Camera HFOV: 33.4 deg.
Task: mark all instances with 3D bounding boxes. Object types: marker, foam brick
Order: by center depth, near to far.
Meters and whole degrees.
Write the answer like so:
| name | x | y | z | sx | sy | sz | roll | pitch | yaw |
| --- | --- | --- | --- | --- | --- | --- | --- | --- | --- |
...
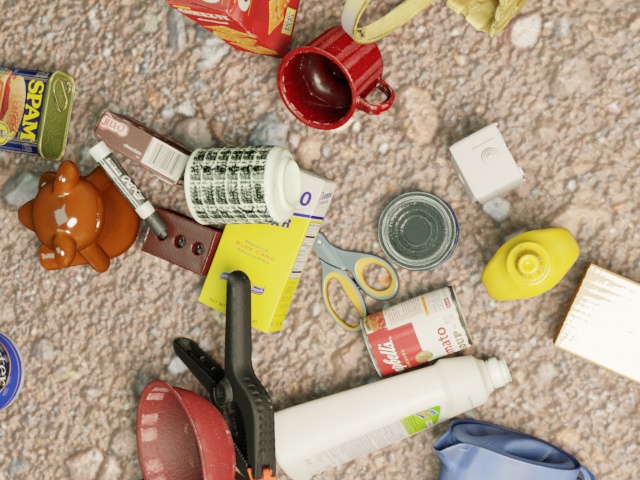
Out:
| name | x | y | z | sx | sy | sz | roll | pitch | yaw |
| --- | --- | --- | --- | --- | --- | --- | --- | --- | --- |
| marker | -0.202 | -0.053 | 1.137 | 0.020 | 0.020 | 0.121 | -35 | 100 | 9 |
| foam brick | -0.148 | 0.002 | 1.178 | 0.078 | 0.051 | 0.053 | 21 | 93 | 12 |

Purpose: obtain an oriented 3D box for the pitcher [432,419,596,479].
| name | x | y | z | sx | sy | sz | roll | pitch | yaw |
| --- | --- | --- | --- | --- | --- | --- | --- | --- | --- |
| pitcher | 0.173 | 0.313 | 1.067 | 0.149 | 0.144 | 0.243 | 17 | 96 | 24 |

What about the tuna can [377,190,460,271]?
| name | x | y | z | sx | sy | sz | roll | pitch | yaw |
| --- | --- | --- | --- | --- | --- | --- | --- | --- | --- |
| tuna can | 0.104 | -0.010 | 1.131 | 0.086 | 0.033 | 0.086 | 0 | 88 | 12 |

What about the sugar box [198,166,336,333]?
| name | x | y | z | sx | sy | sz | roll | pitch | yaw |
| --- | --- | --- | --- | --- | --- | --- | --- | --- | --- |
| sugar box | -0.058 | 0.001 | 1.151 | 0.093 | 0.048 | 0.176 | 23 | 100 | 20 |

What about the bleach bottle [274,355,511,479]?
| name | x | y | z | sx | sy | sz | roll | pitch | yaw |
| --- | --- | --- | --- | --- | --- | --- | --- | --- | --- |
| bleach bottle | 0.075 | 0.177 | 1.109 | 0.251 | 0.102 | 0.068 | -20 | 64 | 5 |

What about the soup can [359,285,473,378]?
| name | x | y | z | sx | sy | sz | roll | pitch | yaw |
| --- | --- | --- | --- | --- | --- | --- | --- | --- | --- |
| soup can | 0.100 | 0.094 | 1.109 | 0.102 | 0.068 | 0.068 | -20 | 84 | 8 |

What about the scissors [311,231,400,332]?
| name | x | y | z | sx | sy | sz | roll | pitch | yaw |
| --- | --- | --- | --- | --- | --- | --- | --- | --- | --- |
| scissors | 0.018 | 0.000 | 1.158 | 0.096 | 0.016 | 0.202 | -23 | 84 | 14 |

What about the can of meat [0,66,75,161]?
| name | x | y | z | sx | sy | sz | roll | pitch | yaw |
| --- | --- | --- | --- | --- | --- | --- | --- | --- | --- |
| can of meat | -0.337 | -0.147 | 1.223 | 0.084 | 0.057 | 0.102 | 9 | 90 | 15 |

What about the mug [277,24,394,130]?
| name | x | y | z | sx | sy | sz | roll | pitch | yaw |
| --- | --- | --- | --- | --- | --- | --- | --- | --- | --- |
| mug | 0.024 | -0.169 | 1.115 | 0.117 | 0.081 | 0.093 | 28 | 133 | 14 |

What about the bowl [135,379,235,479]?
| name | x | y | z | sx | sy | sz | roll | pitch | yaw |
| --- | --- | --- | --- | --- | --- | --- | --- | --- | --- |
| bowl | -0.132 | 0.218 | 1.094 | 0.055 | 0.162 | 0.162 | -9 | 85 | -32 |

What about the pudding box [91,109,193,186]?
| name | x | y | z | sx | sy | sz | roll | pitch | yaw |
| --- | --- | --- | --- | --- | --- | --- | --- | --- | --- |
| pudding box | -0.182 | -0.099 | 1.169 | 0.113 | 0.090 | 0.039 | 31 | 96 | 11 |

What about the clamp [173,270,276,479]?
| name | x | y | z | sx | sy | sz | roll | pitch | yaw |
| --- | --- | --- | --- | --- | --- | --- | --- | --- | --- |
| clamp | -0.086 | 0.146 | 1.097 | 0.165 | 0.036 | 0.210 | -56 | 49 | 42 |

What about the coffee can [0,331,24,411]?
| name | x | y | z | sx | sy | sz | roll | pitch | yaw |
| --- | --- | --- | --- | --- | --- | --- | --- | --- | --- |
| coffee can | -0.408 | 0.151 | 1.186 | 0.103 | 0.140 | 0.103 | 0 | 88 | 12 |

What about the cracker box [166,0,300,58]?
| name | x | y | z | sx | sy | sz | roll | pitch | yaw |
| --- | --- | --- | --- | --- | --- | --- | --- | --- | --- |
| cracker box | -0.072 | -0.289 | 1.087 | 0.072 | 0.213 | 0.164 | 12 | 91 | 12 |

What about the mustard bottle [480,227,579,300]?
| name | x | y | z | sx | sy | sz | roll | pitch | yaw |
| --- | --- | --- | --- | --- | --- | --- | --- | --- | --- |
| mustard bottle | 0.202 | 0.023 | 1.028 | 0.096 | 0.191 | 0.058 | -28 | 83 | 10 |
